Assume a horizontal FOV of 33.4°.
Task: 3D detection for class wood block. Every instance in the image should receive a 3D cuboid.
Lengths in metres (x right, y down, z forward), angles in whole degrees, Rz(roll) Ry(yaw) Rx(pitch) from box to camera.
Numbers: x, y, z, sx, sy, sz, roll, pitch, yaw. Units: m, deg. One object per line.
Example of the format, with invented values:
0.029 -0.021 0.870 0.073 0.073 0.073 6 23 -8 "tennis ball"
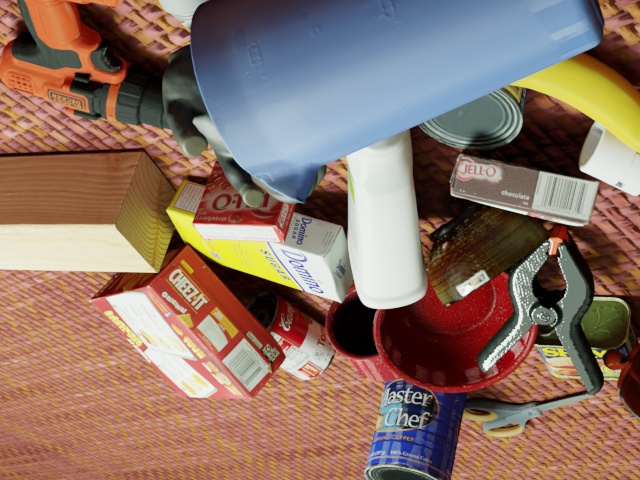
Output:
-0.259 -0.027 1.090 0.206 0.090 0.090 0 148 25 "wood block"

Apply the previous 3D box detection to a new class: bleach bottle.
0.051 -0.044 0.898 0.068 0.102 0.251 -11 148 -1 "bleach bottle"

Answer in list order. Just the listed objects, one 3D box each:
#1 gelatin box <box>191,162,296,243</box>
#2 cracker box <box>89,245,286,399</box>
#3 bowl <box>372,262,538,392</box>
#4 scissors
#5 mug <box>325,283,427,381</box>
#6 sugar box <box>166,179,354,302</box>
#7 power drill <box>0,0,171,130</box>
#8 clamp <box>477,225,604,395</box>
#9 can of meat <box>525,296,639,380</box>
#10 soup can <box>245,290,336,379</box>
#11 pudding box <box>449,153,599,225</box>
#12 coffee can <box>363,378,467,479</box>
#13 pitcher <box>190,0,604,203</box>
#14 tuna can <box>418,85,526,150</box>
-0.067 -0.037 0.997 0.089 0.073 0.030 2 147 23 "gelatin box"
-0.150 0.094 1.179 0.164 0.072 0.214 49 155 -14 "cracker box"
0.133 0.073 1.066 0.162 0.055 0.162 1 122 1 "bowl"
0.241 0.203 1.307 0.096 0.016 0.202 22 150 -9 "scissors"
0.073 0.099 1.152 0.117 0.093 0.081 -14 147 12 "mug"
-0.057 0.001 1.053 0.176 0.048 0.093 19 155 23 "sugar box"
-0.179 -0.162 0.857 0.184 0.057 0.188 14 150 2 "power drill"
0.203 0.067 1.002 0.120 0.039 0.171 -1 113 15 "clamp"
0.268 0.101 1.083 0.102 0.057 0.084 0 149 27 "can of meat"
-0.039 0.111 1.238 0.069 0.068 0.102 -17 137 44 "soup can"
0.163 -0.043 0.870 0.113 0.039 0.090 14 -174 6 "pudding box"
0.117 0.226 1.281 0.103 0.140 0.103 12 150 7 "coffee can"
0.045 -0.143 0.683 0.243 0.145 0.149 -19 125 20 "pitcher"
0.116 -0.109 0.826 0.086 0.033 0.086 12 150 7 "tuna can"
